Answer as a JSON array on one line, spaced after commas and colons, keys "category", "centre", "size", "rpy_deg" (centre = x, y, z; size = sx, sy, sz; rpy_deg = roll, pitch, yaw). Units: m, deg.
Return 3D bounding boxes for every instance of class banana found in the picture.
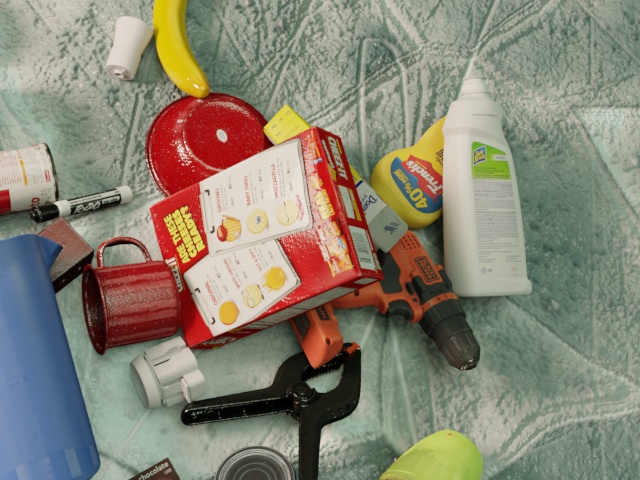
[{"category": "banana", "centre": [-0.163, -0.242, 1.235], "size": [0.037, 0.070, 0.198], "rpy_deg": [20, 56, -46]}]

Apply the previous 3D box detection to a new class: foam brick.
[{"category": "foam brick", "centre": [-0.281, 0.023, 1.103], "size": [0.051, 0.053, 0.078], "rpy_deg": [47, 64, 4]}]

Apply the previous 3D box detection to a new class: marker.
[{"category": "marker", "centre": [-0.254, -0.038, 1.133], "size": [0.120, 0.020, 0.020], "rpy_deg": [-18, 75, -43]}]

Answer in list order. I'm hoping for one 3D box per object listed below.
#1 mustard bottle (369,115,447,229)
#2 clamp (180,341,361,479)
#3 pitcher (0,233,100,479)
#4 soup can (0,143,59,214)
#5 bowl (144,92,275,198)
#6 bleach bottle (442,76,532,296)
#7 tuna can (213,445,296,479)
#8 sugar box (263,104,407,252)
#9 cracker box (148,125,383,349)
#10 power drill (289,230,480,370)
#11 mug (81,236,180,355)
[{"category": "mustard bottle", "centre": [0.115, -0.068, 1.260], "size": [0.191, 0.058, 0.096], "rpy_deg": [-34, 88, -25]}, {"category": "clamp", "centre": [-0.016, 0.176, 1.107], "size": [0.165, 0.036, 0.209], "rpy_deg": [35, 46, 29]}, {"category": "pitcher", "centre": [-0.303, 0.124, 0.999], "size": [0.144, 0.149, 0.243], "rpy_deg": [-20, 92, -67]}, {"category": "soup can", "centre": [-0.331, -0.062, 1.112], "size": [0.102, 0.069, 0.068], "rpy_deg": [-12, 74, -22]}, {"category": "bowl", "centre": [-0.114, -0.107, 1.205], "size": [0.162, 0.055, 0.162], "rpy_deg": [6, 68, -15]}, {"category": "bleach bottle", "centre": [0.188, -0.062, 1.229], "size": [0.102, 0.068, 0.251], "rpy_deg": [0, 88, -33]}, {"category": "tuna can", "centre": [-0.065, 0.251, 1.075], "size": [0.086, 0.034, 0.086], "rpy_deg": [-3, 51, 3]}, {"category": "sugar box", "centre": [0.018, -0.068, 1.179], "size": [0.048, 0.093, 0.176], "rpy_deg": [-47, 65, 3]}, {"category": "cracker box", "centre": [-0.057, 0.001, 1.105], "size": [0.072, 0.214, 0.164], "rpy_deg": [13, 56, -61]}, {"category": "power drill", "centre": [0.065, 0.080, 1.165], "size": [0.187, 0.057, 0.184], "rpy_deg": [-12, 55, -27]}, {"category": "mug", "centre": [-0.196, 0.053, 1.097], "size": [0.081, 0.093, 0.117], "rpy_deg": [-8, 82, -25]}]
